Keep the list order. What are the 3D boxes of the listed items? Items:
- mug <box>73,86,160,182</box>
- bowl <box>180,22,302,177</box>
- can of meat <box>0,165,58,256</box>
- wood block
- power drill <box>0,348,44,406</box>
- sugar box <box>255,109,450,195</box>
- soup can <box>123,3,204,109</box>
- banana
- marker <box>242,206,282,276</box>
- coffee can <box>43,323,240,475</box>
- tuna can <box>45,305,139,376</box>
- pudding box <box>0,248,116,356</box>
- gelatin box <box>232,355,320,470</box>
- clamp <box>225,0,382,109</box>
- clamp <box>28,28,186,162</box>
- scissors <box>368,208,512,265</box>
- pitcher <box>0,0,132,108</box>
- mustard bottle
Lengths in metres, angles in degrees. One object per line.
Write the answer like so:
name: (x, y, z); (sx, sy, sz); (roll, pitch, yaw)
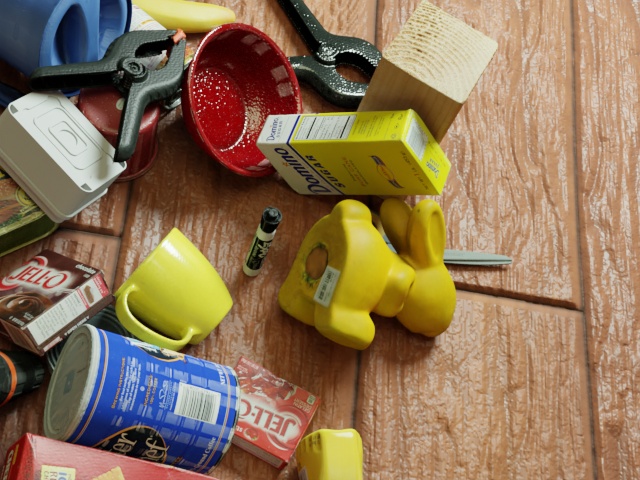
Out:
mug: (-0.218, -0.119, 1.084); (0.117, 0.082, 0.093); (1, 63, -14)
bowl: (-0.093, -0.142, 1.118); (0.161, 0.055, 0.162); (9, 78, -46)
can of meat: (-0.315, -0.033, 1.030); (0.102, 0.057, 0.084); (-27, 74, -25)
wood block: (0.092, -0.134, 1.097); (0.090, 0.206, 0.090); (32, 60, 3)
power drill: (-0.349, 0.094, 0.917); (0.188, 0.184, 0.057); (20, 92, 14)
sugar box: (0.031, -0.086, 1.070); (0.177, 0.093, 0.048); (-1, 56, 35)
soup can: (-0.182, -0.197, 1.142); (0.102, 0.069, 0.068); (39, 61, 8)
banana: (-0.195, -0.270, 1.194); (0.198, 0.037, 0.069); (23, 60, -1)
marker: (-0.057, 0.001, 1.038); (0.020, 0.121, 0.020); (6, 62, -11)
coffee can: (-0.155, 0.141, 0.928); (0.140, 0.103, 0.103); (20, 58, -27)
tuna can: (-0.213, 0.103, 0.997); (0.086, 0.034, 0.086); (6, 62, -11)
pudding box: (-0.254, 0.054, 0.974); (0.090, 0.039, 0.114); (-40, 36, -28)
gelatin box: (-0.055, 0.162, 1.007); (0.089, 0.030, 0.073); (29, 60, 2)
clamp: (-0.005, -0.198, 1.204); (0.210, 0.036, 0.164); (31, 60, 6)
clamp: (-0.182, -0.148, 1.035); (0.171, 0.039, 0.120); (-37, 87, -35)
scissors: (0.100, -0.001, 1.139); (0.201, 0.016, 0.096); (-10, 66, -19)
pitcher: (-0.326, -0.244, 1.087); (0.243, 0.145, 0.149); (30, 65, 19)
mustard bottle: (0.014, 0.268, 0.930); (0.058, 0.096, 0.191); (2, 62, -14)
